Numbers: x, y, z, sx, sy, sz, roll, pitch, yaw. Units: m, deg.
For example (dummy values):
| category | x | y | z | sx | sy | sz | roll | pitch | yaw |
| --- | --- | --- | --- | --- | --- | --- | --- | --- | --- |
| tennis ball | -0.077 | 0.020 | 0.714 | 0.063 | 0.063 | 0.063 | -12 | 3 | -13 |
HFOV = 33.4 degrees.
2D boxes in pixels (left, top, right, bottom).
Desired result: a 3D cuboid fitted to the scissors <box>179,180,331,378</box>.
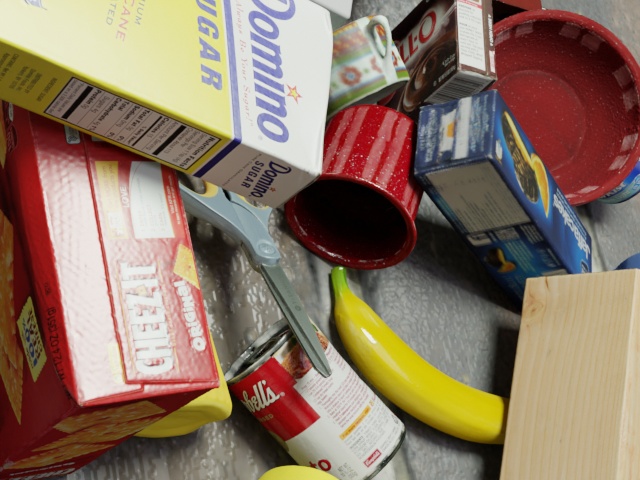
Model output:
| category | x | y | z | sx | sy | sz | roll | pitch | yaw |
| --- | --- | --- | --- | --- | --- | --- | --- | --- | --- |
| scissors | -0.054 | 0.001 | 0.664 | 0.096 | 0.016 | 0.202 | 13 | 38 | -25 |

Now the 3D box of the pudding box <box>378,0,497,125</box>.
| category | x | y | z | sx | sy | sz | roll | pitch | yaw |
| --- | --- | --- | --- | --- | --- | --- | --- | --- | --- |
| pudding box | 0.085 | -0.134 | 0.804 | 0.039 | 0.114 | 0.090 | 13 | 62 | -27 |

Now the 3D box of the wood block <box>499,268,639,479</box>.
| category | x | y | z | sx | sy | sz | roll | pitch | yaw |
| --- | --- | --- | --- | --- | --- | --- | --- | --- | --- |
| wood block | 0.189 | 0.134 | 0.741 | 0.090 | 0.091 | 0.206 | 32 | 61 | -41 |

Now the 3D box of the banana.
| category | x | y | z | sx | sy | sz | roll | pitch | yaw |
| --- | --- | --- | --- | --- | --- | --- | --- | --- | --- |
| banana | 0.079 | 0.096 | 0.747 | 0.197 | 0.037 | 0.069 | 39 | 53 | -14 |

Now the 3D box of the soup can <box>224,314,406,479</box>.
| category | x | y | z | sx | sy | sz | roll | pitch | yaw |
| --- | --- | --- | --- | --- | --- | --- | --- | --- | --- |
| soup can | -0.003 | 0.102 | 0.671 | 0.102 | 0.069 | 0.068 | 49 | 52 | -7 |

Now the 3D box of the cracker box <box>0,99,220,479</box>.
| category | x | y | z | sx | sy | sz | roll | pitch | yaw |
| --- | --- | --- | --- | --- | --- | --- | --- | --- | --- |
| cracker box | -0.136 | 0.023 | 0.524 | 0.071 | 0.214 | 0.164 | -3 | 71 | -33 |

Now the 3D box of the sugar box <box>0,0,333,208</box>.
| category | x | y | z | sx | sy | sz | roll | pitch | yaw |
| --- | --- | --- | --- | --- | --- | --- | --- | --- | --- |
| sugar box | -0.078 | -0.087 | 0.444 | 0.176 | 0.048 | 0.093 | 19 | 58 | -26 |

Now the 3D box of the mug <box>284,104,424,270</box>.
| category | x | y | z | sx | sy | sz | roll | pitch | yaw |
| --- | --- | --- | --- | --- | --- | --- | --- | --- | --- |
| mug | 0.019 | -0.042 | 0.746 | 0.117 | 0.093 | 0.081 | 13 | 51 | 12 |

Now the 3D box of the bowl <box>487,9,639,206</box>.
| category | x | y | z | sx | sy | sz | roll | pitch | yaw |
| --- | --- | --- | --- | --- | --- | --- | --- | --- | --- |
| bowl | 0.181 | -0.102 | 0.867 | 0.162 | 0.055 | 0.162 | 1 | 84 | -5 |
